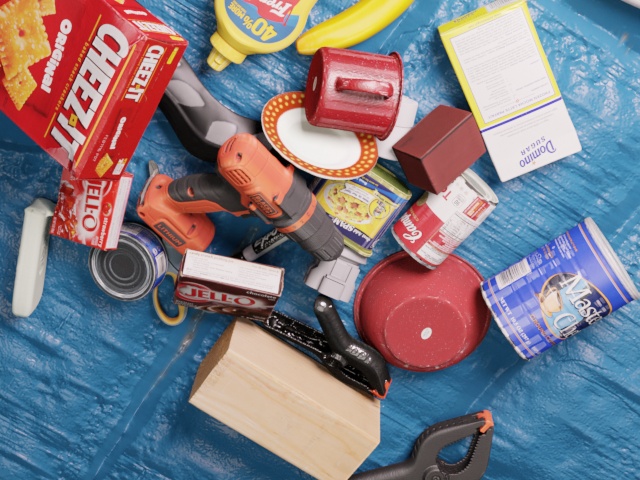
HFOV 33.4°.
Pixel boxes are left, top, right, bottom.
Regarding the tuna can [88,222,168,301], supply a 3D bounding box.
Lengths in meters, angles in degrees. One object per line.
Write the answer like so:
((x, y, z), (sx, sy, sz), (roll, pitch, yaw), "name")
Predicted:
((-0.219, 0.025, 1.210), (0.086, 0.033, 0.086), (6, 112, 15), "tuna can")

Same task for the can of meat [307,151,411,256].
((0.037, -0.046, 1.165), (0.102, 0.057, 0.084), (32, 109, -10), "can of meat")

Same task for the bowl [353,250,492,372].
((0.118, 0.092, 1.220), (0.162, 0.055, 0.162), (1, 114, 2), "bowl")

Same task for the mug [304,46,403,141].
((0.035, -0.151, 1.080), (0.081, 0.117, 0.093), (6, 95, -14), "mug")

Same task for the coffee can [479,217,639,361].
((0.262, 0.054, 1.171), (0.140, 0.102, 0.102), (-33, 108, 15), "coffee can")

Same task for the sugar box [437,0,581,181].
((0.198, -0.159, 1.116), (0.093, 0.048, 0.176), (-22, 114, 11), "sugar box")

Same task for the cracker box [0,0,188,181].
((-0.255, -0.184, 1.059), (0.214, 0.072, 0.164), (40, 113, 24), "cracker box")

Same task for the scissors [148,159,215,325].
((-0.151, 0.007, 1.219), (0.096, 0.016, 0.202), (5, 113, -1), "scissors")

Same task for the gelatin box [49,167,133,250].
((-0.252, -0.040, 1.173), (0.073, 0.030, 0.089), (16, 96, 18), "gelatin box")

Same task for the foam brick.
((0.125, -0.097, 1.120), (0.078, 0.053, 0.051), (-41, 126, -14), "foam brick")

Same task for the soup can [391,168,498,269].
((0.135, -0.027, 1.162), (0.068, 0.068, 0.102), (38, 109, -13), "soup can")

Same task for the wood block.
((-0.039, 0.189, 1.250), (0.206, 0.091, 0.090), (33, 111, -11), "wood block")

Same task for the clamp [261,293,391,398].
((0.011, 0.124, 1.238), (0.120, 0.039, 0.171), (-4, 134, 50), "clamp")

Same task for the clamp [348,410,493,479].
((0.130, 0.282, 1.309), (0.164, 0.036, 0.210), (30, 109, -10), "clamp")

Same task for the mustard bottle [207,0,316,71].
((-0.051, -0.249, 1.083), (0.096, 0.058, 0.192), (38, 110, -11), "mustard bottle")

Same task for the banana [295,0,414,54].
((0.058, -0.252, 1.085), (0.069, 0.037, 0.198), (35, 114, -18), "banana")

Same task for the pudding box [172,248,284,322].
((-0.103, 0.051, 1.182), (0.113, 0.039, 0.090), (10, 156, -9), "pudding box")

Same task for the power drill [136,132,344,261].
((-0.087, -0.030, 1.130), (0.188, 0.057, 0.184), (-12, 134, 37), "power drill")

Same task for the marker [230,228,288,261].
((-0.058, 0.002, 1.209), (0.121, 0.020, 0.020), (-32, 108, 15), "marker")
